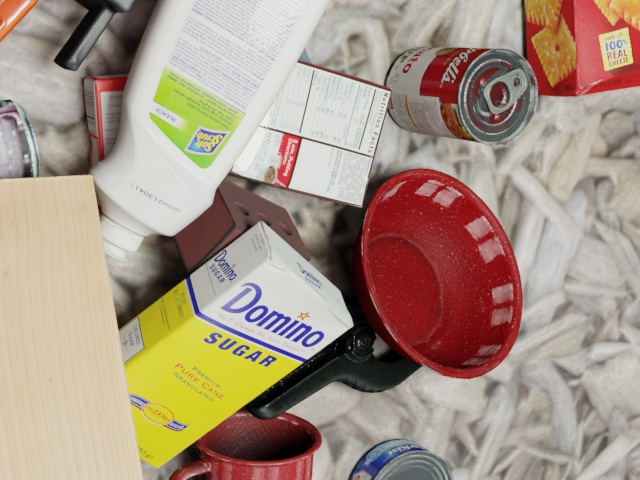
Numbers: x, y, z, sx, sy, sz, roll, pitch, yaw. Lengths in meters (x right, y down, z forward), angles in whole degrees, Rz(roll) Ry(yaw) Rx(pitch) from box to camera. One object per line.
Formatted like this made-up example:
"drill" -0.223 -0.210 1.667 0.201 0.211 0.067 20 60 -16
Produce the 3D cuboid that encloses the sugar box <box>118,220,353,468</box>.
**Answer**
"sugar box" -0.075 0.073 0.711 0.176 0.048 0.093 -36 131 14

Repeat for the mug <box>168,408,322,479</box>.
"mug" -0.057 0.177 0.762 0.117 0.093 0.081 -7 108 -37

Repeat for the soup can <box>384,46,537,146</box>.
"soup can" 0.100 -0.107 0.782 0.068 0.102 0.068 -6 103 -27

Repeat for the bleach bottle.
"bleach bottle" -0.078 -0.105 0.668 0.102 0.068 0.251 30 94 -13

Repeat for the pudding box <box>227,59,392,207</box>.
"pudding box" -0.013 -0.078 0.745 0.113 0.039 0.090 13 93 -30

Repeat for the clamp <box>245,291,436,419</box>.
"clamp" 0.019 0.066 0.810 0.171 0.039 0.120 -4 101 -35

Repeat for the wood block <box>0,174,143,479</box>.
"wood block" -0.171 0.075 0.630 0.090 0.090 0.206 -5 73 -27

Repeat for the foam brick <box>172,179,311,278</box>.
"foam brick" -0.055 0.001 0.729 0.051 0.053 0.078 -45 140 19

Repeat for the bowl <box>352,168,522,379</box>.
"bowl" 0.078 0.030 0.804 0.161 0.055 0.162 15 64 -34

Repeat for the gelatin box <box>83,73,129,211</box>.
"gelatin box" -0.118 -0.067 0.715 0.073 0.030 0.089 -8 106 -27

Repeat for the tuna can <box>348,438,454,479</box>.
"tuna can" 0.065 0.206 0.865 0.086 0.034 0.086 -6 103 -27
